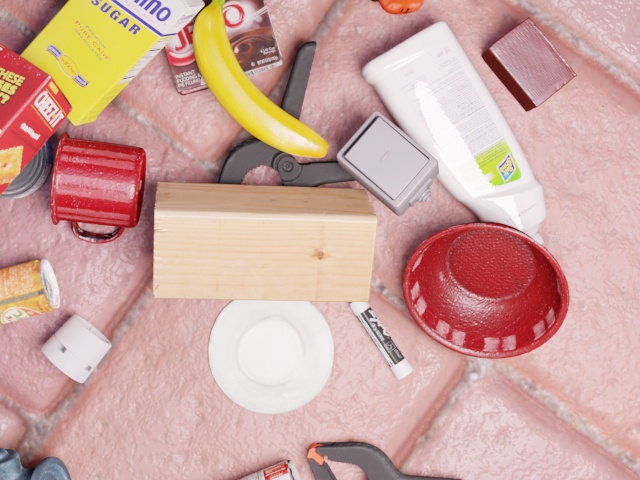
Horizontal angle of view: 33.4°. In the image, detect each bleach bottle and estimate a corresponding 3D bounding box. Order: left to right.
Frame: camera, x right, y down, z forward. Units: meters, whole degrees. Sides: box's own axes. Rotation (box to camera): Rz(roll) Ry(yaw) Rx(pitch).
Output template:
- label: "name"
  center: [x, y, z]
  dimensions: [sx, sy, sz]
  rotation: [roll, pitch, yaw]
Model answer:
- label: "bleach bottle"
  center: [0.145, -0.089, 1.072]
  dimensions: [0.102, 0.068, 0.251]
  rotation: [-30, 93, 2]

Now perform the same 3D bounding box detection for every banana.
- label: "banana"
  center: [-0.070, -0.152, 1.041]
  dimensions: [0.069, 0.037, 0.198]
  rotation: [-32, 90, 3]

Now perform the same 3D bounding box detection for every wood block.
- label: "wood block"
  center: [-0.057, 0.002, 1.032]
  dimensions: [0.206, 0.090, 0.091]
  rotation: [2, 112, -7]

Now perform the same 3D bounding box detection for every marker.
- label: "marker"
  center: [0.054, 0.087, 1.092]
  dimensions: [0.020, 0.020, 0.121]
  rotation: [-34, 90, 0]

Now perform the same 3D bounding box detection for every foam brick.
- label: "foam brick"
  center: [0.208, -0.177, 1.076]
  dimensions: [0.051, 0.053, 0.078]
  rotation: [-40, 92, 0]

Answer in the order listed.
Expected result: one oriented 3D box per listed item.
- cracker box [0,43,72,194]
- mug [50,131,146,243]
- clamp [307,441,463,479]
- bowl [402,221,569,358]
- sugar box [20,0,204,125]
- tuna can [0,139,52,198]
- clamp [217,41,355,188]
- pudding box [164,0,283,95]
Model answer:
- label: "cracker box"
  center: [-0.370, -0.098, 1.021]
  dimensions: [0.164, 0.072, 0.213]
  rotation: [32, 76, 20]
- label: "mug"
  center: [-0.219, -0.046, 1.062]
  dimensions: [0.081, 0.093, 0.117]
  rotation: [7, 121, -5]
- label: "clamp"
  center: [0.057, 0.268, 1.083]
  dimensions: [0.171, 0.039, 0.120]
  rotation: [24, 86, 6]
- label: "bowl"
  center: [0.165, 0.038, 1.053]
  dimensions: [0.162, 0.055, 0.162]
  rotation: [8, 126, 12]
- label: "sugar box"
  center: [-0.207, -0.205, 1.047]
  dimensions: [0.176, 0.048, 0.093]
  rotation: [-42, 90, 24]
- label: "tuna can"
  center: [-0.316, -0.085, 1.081]
  dimensions: [0.086, 0.034, 0.086]
  rotation: [0, 90, 0]
- label: "clamp"
  center: [-0.023, -0.073, 1.082]
  dimensions: [0.164, 0.036, 0.210]
  rotation: [43, 93, -6]
- label: "pudding box"
  center: [-0.103, -0.205, 1.080]
  dimensions: [0.113, 0.039, 0.090]
  rotation: [-16, 89, -1]
